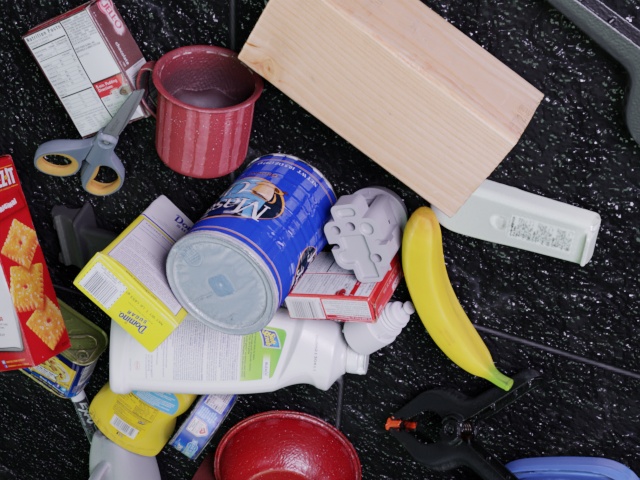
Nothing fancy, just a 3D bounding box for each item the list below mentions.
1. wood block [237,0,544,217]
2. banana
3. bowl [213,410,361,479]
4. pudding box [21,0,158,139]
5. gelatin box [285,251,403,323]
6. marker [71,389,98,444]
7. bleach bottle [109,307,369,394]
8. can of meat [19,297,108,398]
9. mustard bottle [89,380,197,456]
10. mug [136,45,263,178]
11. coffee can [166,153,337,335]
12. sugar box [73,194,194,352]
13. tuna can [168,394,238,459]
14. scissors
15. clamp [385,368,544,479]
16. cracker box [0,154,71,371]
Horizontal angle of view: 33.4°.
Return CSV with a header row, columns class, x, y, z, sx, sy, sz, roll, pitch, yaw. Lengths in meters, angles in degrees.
class,x,y,z,sx,sy,sz,roll,pitch,yaw
wood block,0.055,-0.126,0.820,0.206,0.090,0.091,37,131,1
banana,0.110,0.049,0.942,0.070,0.037,0.197,-3,126,44
bowl,-0.038,0.261,1.134,0.162,0.055,0.162,2,117,4
pudding box,-0.205,-0.156,0.971,0.090,0.039,0.113,-12,114,35
gelatin box,0.022,0.042,0.967,0.089,0.073,0.030,1,124,26
marker,-0.283,0.202,1.279,0.020,0.020,0.121,1,122,27
bleach bottle,-0.078,0.112,1.051,0.251,0.068,0.102,5,100,10
can of meat,-0.299,0.121,1.205,0.102,0.057,0.084,34,134,3
mustard bottle,-0.183,0.156,1.167,0.096,0.058,0.192,36,132,2
mug,-0.110,-0.113,0.919,0.117,0.093,0.082,26,136,14
coffee can,-0.056,0.001,0.935,0.103,0.140,0.103,14,128,19
sugar box,-0.150,0.026,0.978,0.093,0.176,0.048,44,108,-6
tuna can,-0.125,0.191,1.142,0.034,0.086,0.086,35,132,-1
scissors,-0.215,-0.095,0.979,0.096,0.016,0.202,11,153,-8
clamp,0.138,0.169,1.000,0.172,0.120,0.039,9,168,43
cracker box,-0.370,0.031,1.120,0.164,0.072,0.214,-10,100,28
